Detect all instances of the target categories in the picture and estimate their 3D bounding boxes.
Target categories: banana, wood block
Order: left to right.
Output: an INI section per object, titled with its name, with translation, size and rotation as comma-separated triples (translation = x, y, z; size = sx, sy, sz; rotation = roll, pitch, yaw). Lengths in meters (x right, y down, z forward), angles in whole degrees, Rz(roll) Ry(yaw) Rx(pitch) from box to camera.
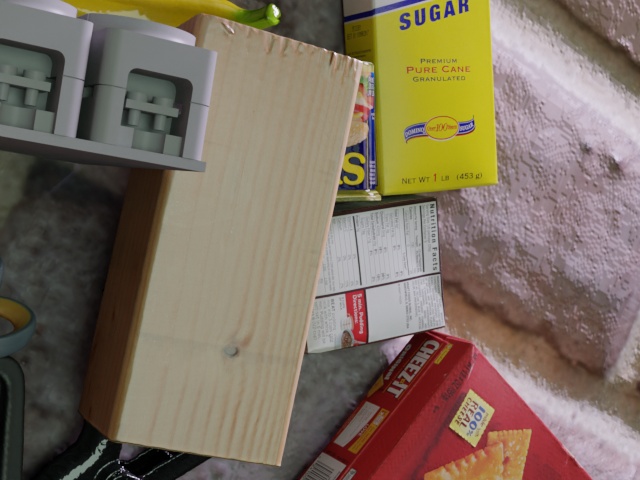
[banana]
translation = -0.125, -0.131, 0.577
size = 0.197, 0.070, 0.037
rotation = 5, 69, -21
[wood block]
translation = -0.054, 0.001, 0.552
size = 0.090, 0.090, 0.206
rotation = 13, 86, -21

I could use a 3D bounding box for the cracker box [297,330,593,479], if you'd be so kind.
[cracker box]
translation = 0.097, 0.190, 0.724
size = 0.164, 0.072, 0.213
rotation = -49, 115, -15

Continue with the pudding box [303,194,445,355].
[pudding box]
translation = 0.025, 0.021, 0.689
size = 0.113, 0.039, 0.090
rotation = -9, 99, -29

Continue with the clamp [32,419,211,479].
[clamp]
translation = -0.124, 0.127, 0.617
size = 0.171, 0.039, 0.120
rotation = -49, 113, -16

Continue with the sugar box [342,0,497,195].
[sugar box]
translation = 0.065, -0.120, 0.692
size = 0.093, 0.048, 0.176
rotation = -7, 99, -27
